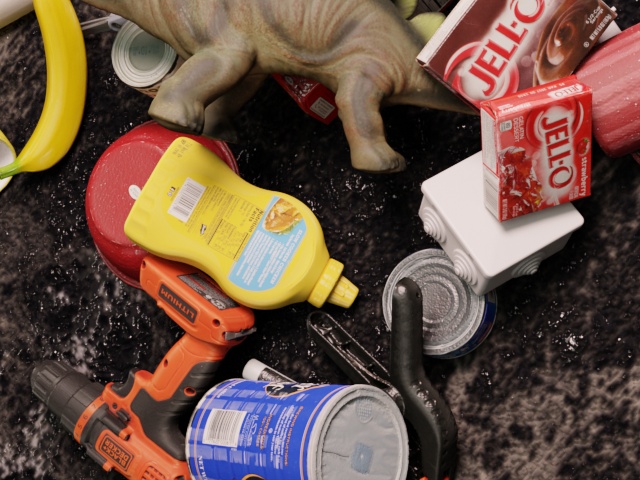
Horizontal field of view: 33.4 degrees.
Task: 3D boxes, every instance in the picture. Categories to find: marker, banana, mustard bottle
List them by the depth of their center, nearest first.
[{"bbox_3d":[-0.056,0.001,0.872,0.191,0.058,0.096,29,79,0],"label":"mustard bottle"},{"bbox_3d":[-0.011,0.131,0.876,0.121,0.020,0.020,25,93,25],"label":"marker"},{"bbox_3d":[-0.250,-0.147,0.995,0.037,0.069,0.198,21,102,50],"label":"banana"}]

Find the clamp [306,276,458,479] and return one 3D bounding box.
[{"bbox_3d":[0.063,0.110,0.811,0.171,0.039,0.120,59,142,6],"label":"clamp"}]

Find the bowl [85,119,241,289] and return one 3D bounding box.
[{"bbox_3d":[-0.152,-0.037,0.946,0.162,0.055,0.162,-4,81,23],"label":"bowl"}]

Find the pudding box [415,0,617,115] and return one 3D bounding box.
[{"bbox_3d":[0.136,-0.143,0.752,0.090,0.039,0.113,35,97,-18],"label":"pudding box"}]

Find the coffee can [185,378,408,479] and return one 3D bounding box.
[{"bbox_3d":[-0.019,0.158,0.807,0.141,0.102,0.103,-4,80,44],"label":"coffee can"}]

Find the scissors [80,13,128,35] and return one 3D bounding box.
[{"bbox_3d":[-0.166,-0.196,0.988,0.202,0.096,0.016,-12,58,53],"label":"scissors"}]

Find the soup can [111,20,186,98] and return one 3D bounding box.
[{"bbox_3d":[-0.125,-0.151,0.924,0.069,0.102,0.068,-4,81,23],"label":"soup can"}]

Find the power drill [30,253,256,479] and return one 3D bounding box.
[{"bbox_3d":[-0.151,0.107,0.909,0.184,0.057,0.188,34,108,18],"label":"power drill"}]

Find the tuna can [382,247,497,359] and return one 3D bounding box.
[{"bbox_3d":[0.093,0.049,0.834,0.086,0.033,0.086,-4,81,24],"label":"tuna can"}]

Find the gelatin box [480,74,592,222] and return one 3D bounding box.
[{"bbox_3d":[0.151,-0.063,0.745,0.073,0.089,0.030,-16,37,-11],"label":"gelatin box"}]
